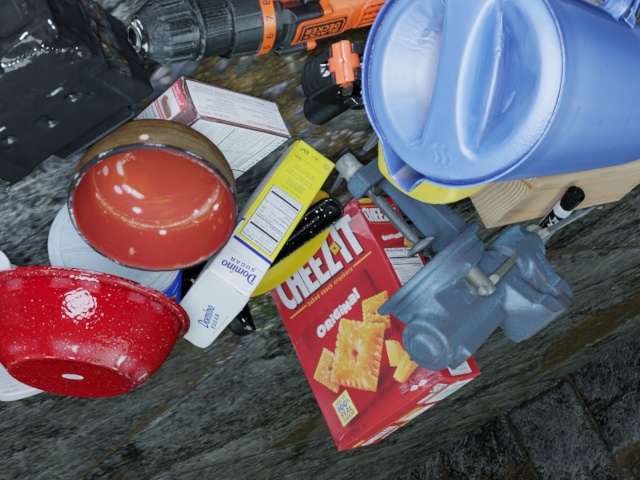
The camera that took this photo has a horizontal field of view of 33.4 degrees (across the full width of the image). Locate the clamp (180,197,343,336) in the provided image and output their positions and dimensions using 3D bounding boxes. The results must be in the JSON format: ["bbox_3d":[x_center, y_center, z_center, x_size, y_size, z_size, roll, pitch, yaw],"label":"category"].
[{"bbox_3d":[-0.073,0.028,1.000,0.164,0.036,0.210,-48,-160,-27],"label":"clamp"}]

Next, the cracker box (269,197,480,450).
[{"bbox_3d":[0.046,0.086,1.111,0.071,0.214,0.164,-1,149,-47],"label":"cracker box"}]

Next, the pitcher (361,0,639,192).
[{"bbox_3d":[0.152,-0.110,0.696,0.149,0.145,0.242,-8,179,37],"label":"pitcher"}]

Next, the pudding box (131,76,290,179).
[{"bbox_3d":[-0.090,-0.074,0.795,0.090,0.039,0.113,-36,160,27],"label":"pudding box"}]

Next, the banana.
[{"bbox_3d":[-0.039,0.012,1.081,0.069,0.037,0.198,-2,150,-50],"label":"banana"}]

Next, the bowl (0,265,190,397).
[{"bbox_3d":[-0.178,0.075,0.781,0.162,0.055,0.162,3,154,1],"label":"bowl"}]

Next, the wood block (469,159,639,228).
[{"bbox_3d":[0.250,-0.086,1.109,0.205,0.091,0.090,-11,156,-36],"label":"wood block"}]

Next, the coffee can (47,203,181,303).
[{"bbox_3d":[-0.164,0.030,0.871,0.102,0.103,0.140,-20,160,-17],"label":"coffee can"}]

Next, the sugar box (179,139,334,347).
[{"bbox_3d":[-0.056,0.001,0.880,0.093,0.048,0.176,-48,-170,47],"label":"sugar box"}]

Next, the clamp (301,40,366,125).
[{"bbox_3d":[0.023,-0.112,0.775,0.120,0.039,0.171,-16,172,20],"label":"clamp"}]

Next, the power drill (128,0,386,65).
[{"bbox_3d":[-0.012,-0.175,0.607,0.184,0.057,0.188,-20,163,-28],"label":"power drill"}]

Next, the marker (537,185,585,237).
[{"bbox_3d":[0.239,-0.022,1.091,0.020,0.020,0.121,-19,160,-20],"label":"marker"}]
